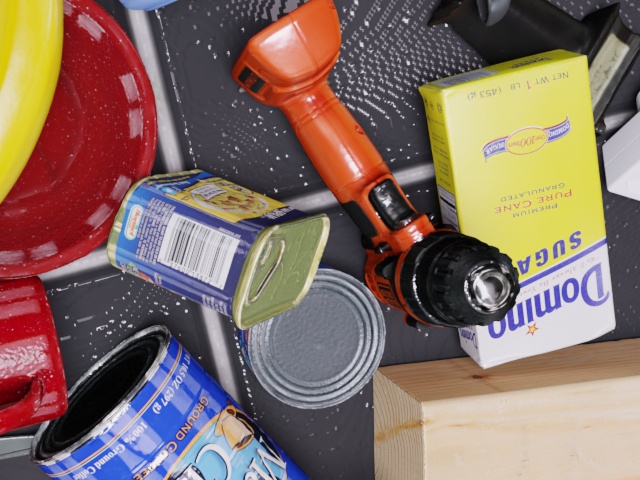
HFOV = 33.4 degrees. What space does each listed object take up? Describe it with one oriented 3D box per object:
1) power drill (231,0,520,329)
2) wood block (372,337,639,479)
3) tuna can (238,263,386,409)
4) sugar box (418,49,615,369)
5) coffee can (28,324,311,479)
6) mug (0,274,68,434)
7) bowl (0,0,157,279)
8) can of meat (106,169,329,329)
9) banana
[{"bbox_3d":[0.027,-0.036,0.577,0.057,0.184,0.187,-32,96,-10],"label":"power drill"},{"bbox_3d":[0.145,0.121,0.673,0.205,0.091,0.090,-4,99,-15],"label":"wood block"},{"bbox_3d":[-0.006,0.057,0.650,0.086,0.034,0.086,-2,99,-16],"label":"tuna can"},{"bbox_3d":[0.121,-0.018,0.644,0.093,0.048,0.176,-15,106,-9],"label":"sugar box"},{"bbox_3d":[-0.078,0.133,0.605,0.103,0.103,0.140,-43,107,-6],"label":"coffee can"},{"bbox_3d":[-0.179,0.068,0.562,0.081,0.117,0.093,-12,113,-19],"label":"mug"},{"bbox_3d":[-0.171,-0.063,0.573,0.162,0.055,0.162,-2,99,-16],"label":"bowl"},{"bbox_3d":[-0.054,0.001,0.580,0.084,0.102,0.057,22,104,17],"label":"can of meat"},{"bbox_3d":[-0.172,-0.060,0.524,0.069,0.037,0.198,34,88,-19],"label":"banana"}]
